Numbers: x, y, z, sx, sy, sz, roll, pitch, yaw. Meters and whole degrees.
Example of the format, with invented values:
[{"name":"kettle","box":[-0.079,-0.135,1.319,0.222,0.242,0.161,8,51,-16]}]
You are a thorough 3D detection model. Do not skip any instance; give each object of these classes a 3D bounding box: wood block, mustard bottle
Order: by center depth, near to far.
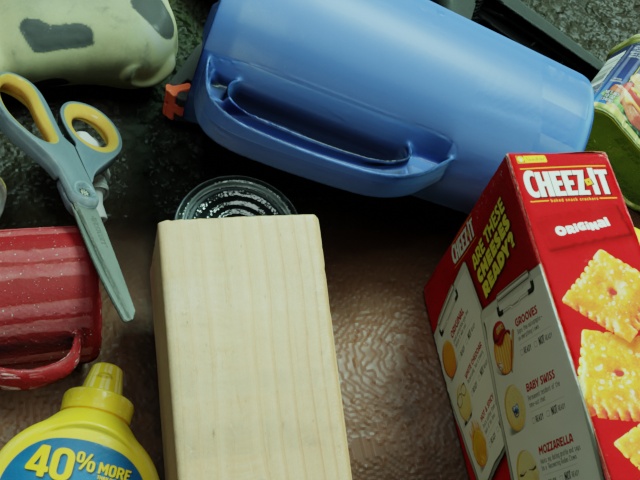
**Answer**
[{"name":"mustard bottle","box":[-0.136,0.154,0.568,0.096,0.058,0.191,15,57,-9]},{"name":"wood block","box":[-0.040,0.098,0.582,0.090,0.091,0.206,-3,71,-14]}]

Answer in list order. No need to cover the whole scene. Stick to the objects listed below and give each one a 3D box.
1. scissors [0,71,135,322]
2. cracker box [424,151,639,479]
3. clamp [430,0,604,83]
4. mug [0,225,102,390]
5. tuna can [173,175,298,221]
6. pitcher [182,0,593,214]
[{"name":"scissors","box":[-0.131,-0.029,0.634,0.096,0.016,0.202,-1,46,-54]},{"name":"cracker box","box":[0.135,0.082,0.606,0.072,0.164,0.214,-3,61,-15]},{"name":"clamp","box":[0.113,-0.185,0.827,0.164,0.036,0.210,-13,62,-31]},{"name":"mug","box":[-0.168,0.041,0.606,0.081,0.093,0.117,-5,34,-20]},{"name":"tuna can","box":[-0.055,0.001,0.690,0.086,0.034,0.086,5,59,-9]},{"name":"pitcher","box":[0.041,-0.090,0.670,0.242,0.145,0.149,21,86,-5]}]
